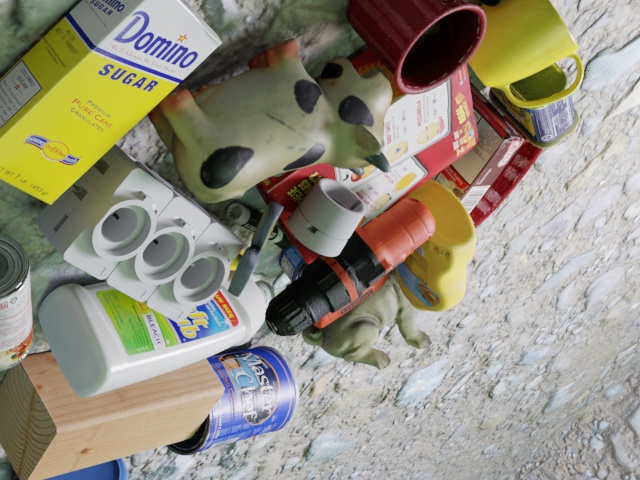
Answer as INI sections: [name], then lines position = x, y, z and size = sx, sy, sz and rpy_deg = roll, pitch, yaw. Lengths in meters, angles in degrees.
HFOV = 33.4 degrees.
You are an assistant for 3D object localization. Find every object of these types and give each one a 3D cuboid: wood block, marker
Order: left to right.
[wood block]
position = -0.211, 0.161, 1.071
size = 0.205, 0.090, 0.091
rpy_deg = -7, 141, -47
[marker]
position = -0.058, -0.013, 1.062
size = 0.020, 0.020, 0.121
rpy_deg = -42, 154, 8

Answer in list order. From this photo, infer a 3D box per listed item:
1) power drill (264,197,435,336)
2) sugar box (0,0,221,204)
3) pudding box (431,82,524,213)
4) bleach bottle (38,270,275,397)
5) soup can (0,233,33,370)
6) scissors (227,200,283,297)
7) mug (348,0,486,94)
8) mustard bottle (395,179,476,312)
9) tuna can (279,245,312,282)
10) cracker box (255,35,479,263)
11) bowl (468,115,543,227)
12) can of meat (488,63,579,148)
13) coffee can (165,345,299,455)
[power drill]
position = 0.020, 0.039, 1.042
size = 0.184, 0.057, 0.188
rpy_deg = -34, 176, -11
[sugar box]
position = -0.161, -0.109, 0.746
size = 0.176, 0.048, 0.093
rpy_deg = -40, 154, 7
[pudding box]
position = 0.145, -0.094, 1.108
size = 0.039, 0.090, 0.114
rpy_deg = -6, 140, -45
[bleach bottle]
position = -0.140, 0.070, 1.024
size = 0.068, 0.102, 0.250
rpy_deg = -36, 167, 38
[soup can]
position = -0.264, 0.050, 0.847
size = 0.068, 0.068, 0.102
rpy_deg = -23, 150, -28
[scissors]
position = -0.056, 0.001, 0.969
size = 0.096, 0.016, 0.201
rpy_deg = -63, -176, 9
[mug]
position = 0.079, -0.190, 0.877
size = 0.093, 0.081, 0.117
rpy_deg = -22, 150, -29
[mustard bottle]
position = 0.116, 0.022, 1.129
size = 0.058, 0.096, 0.192
rpy_deg = -31, 152, -17
[tuna can]
position = -0.002, 0.015, 1.161
size = 0.086, 0.034, 0.086
rpy_deg = -29, 153, -17
[cracker box]
position = 0.039, -0.092, 0.998
size = 0.213, 0.072, 0.164
rpy_deg = -35, 153, -4
[bowl]
position = 0.190, -0.085, 1.192
size = 0.162, 0.055, 0.162
rpy_deg = -46, 165, -16
[can of meat]
position = 0.211, -0.155, 1.080
size = 0.057, 0.102, 0.084
rpy_deg = -38, 152, 1
[coffee can]
position = -0.108, 0.180, 1.216
size = 0.140, 0.103, 0.103
rpy_deg = -6, 140, -47
